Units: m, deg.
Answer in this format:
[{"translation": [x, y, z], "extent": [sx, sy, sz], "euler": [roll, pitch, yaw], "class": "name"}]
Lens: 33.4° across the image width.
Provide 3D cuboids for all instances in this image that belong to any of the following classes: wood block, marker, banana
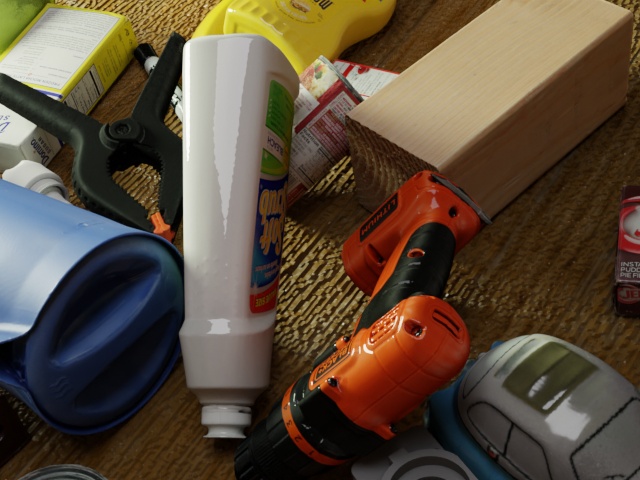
[{"translation": [0.125, -0.095, 0.775], "extent": [0.205, 0.090, 0.091], "euler": [-38, 51, -23], "class": "wood block"}, {"translation": [-0.134, -0.137, 0.923], "extent": [0.020, 0.020, 0.121], "euler": [-27, 47, -13], "class": "marker"}, {"translation": [-0.071, -0.182, 0.943], "extent": [0.069, 0.037, 0.197], "euler": [27, 56, -3], "class": "banana"}]

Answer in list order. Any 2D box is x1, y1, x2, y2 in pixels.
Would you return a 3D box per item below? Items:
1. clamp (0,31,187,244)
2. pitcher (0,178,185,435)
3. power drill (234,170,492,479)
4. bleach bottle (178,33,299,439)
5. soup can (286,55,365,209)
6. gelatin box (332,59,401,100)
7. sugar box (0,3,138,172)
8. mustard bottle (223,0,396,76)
[{"translation": [-0.147, -0.082, 0.838], "extent": [0.164, 0.036, 0.210], "euler": [-23, 59, -19], "class": "clamp"}, {"translation": [-0.207, 0.021, 0.726], "extent": [0.243, 0.149, 0.145], "euler": [23, 71, 34], "class": "pitcher"}, {"translation": [0.028, 0.054, 0.638], "extent": [0.185, 0.057, 0.187], "euler": [-41, 16, 36], "class": "power drill"}, {"translation": [-0.055, 0.001, 0.689], "extent": [0.068, 0.102, 0.251], "euler": [-2, 78, 12], "class": "bleach bottle"}, {"translation": [-0.014, -0.076, 0.783], "extent": [0.102, 0.068, 0.069], "euler": [-42, 49, 2], "class": "soup can"}, {"translation": [0.032, -0.103, 0.846], "extent": [0.089, 0.030, 0.073], "euler": [17, 54, 26], "class": "gelatin box"}, {"translation": [-0.241, -0.132, 0.925], "extent": [0.093, 0.048, 0.176], "euler": [13, 55, 23], "class": "sugar box"}, {"translation": [0.011, -0.211, 0.926], "extent": [0.096, 0.058, 0.191], "euler": [37, 57, 14], "class": "mustard bottle"}]
